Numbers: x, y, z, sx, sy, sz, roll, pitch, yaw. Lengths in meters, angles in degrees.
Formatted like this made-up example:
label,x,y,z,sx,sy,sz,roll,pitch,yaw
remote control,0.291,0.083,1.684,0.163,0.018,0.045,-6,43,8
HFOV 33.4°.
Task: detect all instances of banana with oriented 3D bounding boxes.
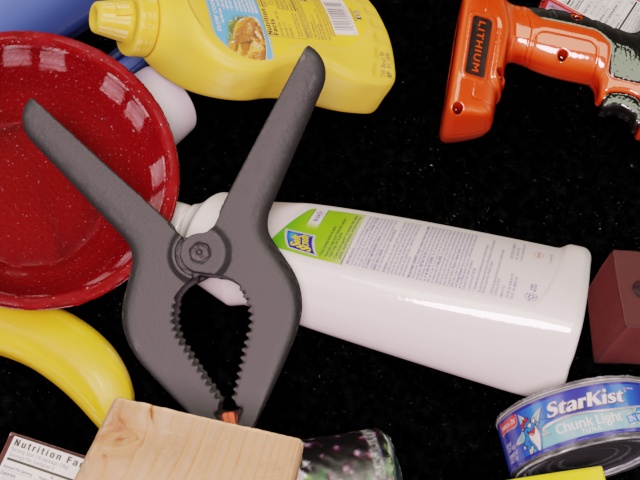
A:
label,x,y,z,sx,sy,sz,roll,pitch,yaw
banana,-0.180,0.058,0.592,0.198,0.037,0.069,23,59,8

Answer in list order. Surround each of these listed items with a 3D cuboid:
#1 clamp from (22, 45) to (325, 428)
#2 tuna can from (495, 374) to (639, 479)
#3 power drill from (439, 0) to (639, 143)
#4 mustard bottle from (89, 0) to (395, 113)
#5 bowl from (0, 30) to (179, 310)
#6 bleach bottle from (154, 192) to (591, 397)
label,x,y,z,sx,sy,sz,roll,pitch,yaw
clamp,-0.054,0.001,0.565,0.164,0.036,0.210,-18,83,0
tuna can,0.140,0.104,0.571,0.086,0.086,0.034,-6,62,-10
power drill,0.176,-0.090,0.698,0.187,0.057,0.184,9,70,2
mustard bottle,-0.050,-0.129,0.667,0.191,0.058,0.096,1,55,-32
bowl,-0.164,-0.034,0.606,0.162,0.055,0.162,5,74,-17
bleach bottle,0.024,0.017,0.619,0.251,0.068,0.102,15,29,10
